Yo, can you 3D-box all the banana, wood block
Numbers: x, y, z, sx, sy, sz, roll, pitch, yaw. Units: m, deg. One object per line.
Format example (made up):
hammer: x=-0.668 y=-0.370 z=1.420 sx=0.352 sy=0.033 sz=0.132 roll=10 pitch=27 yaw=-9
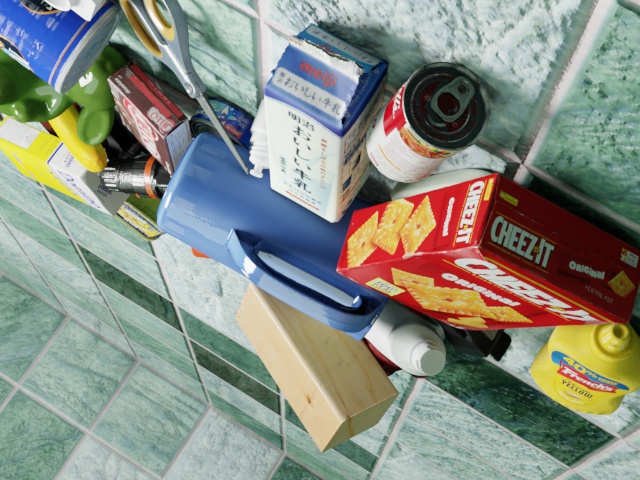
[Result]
banana: x=-0.303 y=-0.140 z=1.284 sx=0.198 sy=0.037 sz=0.069 roll=52 pitch=174 yaw=25
wood block: x=-0.008 y=0.139 z=1.304 sx=0.206 sy=0.090 sz=0.091 roll=55 pitch=147 yaw=21

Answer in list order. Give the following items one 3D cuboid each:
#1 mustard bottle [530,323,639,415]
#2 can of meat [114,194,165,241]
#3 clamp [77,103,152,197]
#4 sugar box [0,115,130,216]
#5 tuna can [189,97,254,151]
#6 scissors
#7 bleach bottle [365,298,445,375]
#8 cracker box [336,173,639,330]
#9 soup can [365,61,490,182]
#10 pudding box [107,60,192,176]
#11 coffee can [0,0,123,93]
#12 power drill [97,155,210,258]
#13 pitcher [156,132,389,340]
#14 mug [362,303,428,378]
mustard bottle: x=0.267 y=0.116 z=1.035 sx=0.096 sy=0.058 sz=0.191 roll=29 pitch=161 yaw=11
can of meat: x=-0.249 y=-0.049 z=1.507 sx=0.102 sy=0.057 sz=0.084 roll=39 pitch=159 yaw=-17
clamp: x=-0.242 y=-0.119 z=1.345 sx=0.164 sy=0.036 sz=0.210 roll=34 pitch=158 yaw=4
sugar box: x=-0.338 y=-0.097 z=1.385 sx=0.176 sy=0.048 sz=0.093 roll=26 pitch=161 yaw=31
tuna can: x=-0.096 y=-0.111 z=1.119 sx=0.086 sy=0.033 sz=0.086 roll=30 pitch=162 yaw=11
scissors: x=-0.115 y=-0.156 z=0.975 sx=0.202 sy=0.016 sz=0.096 roll=51 pitch=152 yaw=4
bleach bottle: x=0.065 y=0.084 z=1.168 sx=0.102 sy=0.068 sz=0.251 roll=34 pitch=-178 yaw=-24
cracker box: x=0.138 y=0.020 z=0.913 sx=0.164 sy=0.072 sz=0.214 roll=25 pitch=163 yaw=-24
soup can: x=0.080 y=-0.088 z=0.819 sx=0.068 sy=0.068 sz=0.102 roll=35 pitch=163 yaw=-5
pudding box: x=-0.175 y=-0.126 z=1.123 sx=0.090 sy=0.039 sz=0.113 roll=47 pitch=168 yaw=12
coffee can: x=-0.277 y=-0.224 z=1.029 sx=0.140 sy=0.102 sz=0.103 roll=36 pitch=162 yaw=-7
power drill: x=-0.156 y=-0.041 z=1.299 sx=0.185 sy=0.057 sz=0.187 roll=5 pitch=155 yaw=23
pitcher: x=-0.036 y=-0.005 z=1.053 sx=0.243 sy=0.145 sz=0.149 roll=26 pitch=166 yaw=-3
mug: x=0.092 y=0.131 z=1.325 sx=0.117 sy=0.093 sz=0.082 roll=44 pitch=156 yaw=-8
